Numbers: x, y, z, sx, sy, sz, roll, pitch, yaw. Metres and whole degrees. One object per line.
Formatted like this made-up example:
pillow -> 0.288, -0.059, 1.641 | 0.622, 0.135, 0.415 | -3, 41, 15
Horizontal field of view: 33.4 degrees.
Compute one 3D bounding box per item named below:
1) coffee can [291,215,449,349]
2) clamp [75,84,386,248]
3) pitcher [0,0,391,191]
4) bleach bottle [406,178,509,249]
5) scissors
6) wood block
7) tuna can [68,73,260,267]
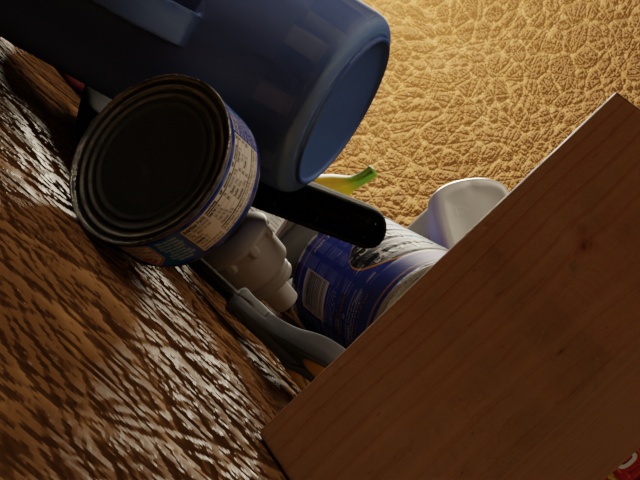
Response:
coffee can -> 0.052, 0.046, 0.704 | 0.102, 0.103, 0.140 | 44, -5, -25
clamp -> -0.084, -0.045, 0.612 | 0.210, 0.036, 0.164 | 31, 21, 30
pitcher -> -0.090, -0.129, 0.576 | 0.243, 0.149, 0.145 | 32, -35, 12
bleach bottle -> 0.081, 0.037, 0.872 | 0.251, 0.068, 0.102 | 138, -59, -66
scissors -> -0.029, 0.037, 0.550 | 0.202, 0.016, 0.096 | 46, -20, -2
wood block -> 0.089, 0.052, 0.451 | 0.090, 0.206, 0.090 | 49, 6, 37
tuna can -> -0.071, -0.032, 0.494 | 0.086, 0.086, 0.033 | 49, 4, 34
